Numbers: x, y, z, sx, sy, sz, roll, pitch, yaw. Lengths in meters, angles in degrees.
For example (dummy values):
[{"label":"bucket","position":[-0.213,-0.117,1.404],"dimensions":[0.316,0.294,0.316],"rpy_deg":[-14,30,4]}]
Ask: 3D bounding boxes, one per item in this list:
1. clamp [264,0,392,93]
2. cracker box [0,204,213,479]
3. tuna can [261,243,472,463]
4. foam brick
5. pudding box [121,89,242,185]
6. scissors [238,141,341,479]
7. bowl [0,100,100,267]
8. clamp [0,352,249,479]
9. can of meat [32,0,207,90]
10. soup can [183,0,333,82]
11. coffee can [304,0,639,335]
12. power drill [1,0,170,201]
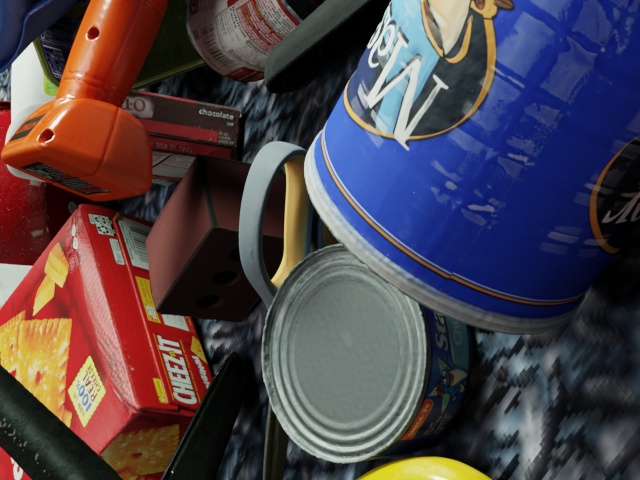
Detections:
[{"label":"clamp","position":[0.054,-0.099,0.413],"dimensions":[0.120,0.039,0.172],"rpy_deg":[43,117,22]},{"label":"cracker box","position":[-0.163,0.108,0.662],"dimensions":[0.214,0.072,0.164],"rpy_deg":[-47,46,25]},{"label":"tuna can","position":[0.018,0.045,0.428],"dimensions":[0.086,0.033,0.086],"rpy_deg":[-6,80,42]},{"label":"foam brick","position":[-0.054,0.001,0.568],"dimensions":[0.078,0.052,0.051],"rpy_deg":[-53,40,41]},{"label":"pudding box","position":[-0.111,-0.063,0.648],"dimensions":[0.114,0.089,0.039],"rpy_deg":[-10,74,60]},{"label":"scissors","position":[-0.004,0.035,0.494],"dimensions":[0.016,0.096,0.202],"rpy_deg":[23,135,29]},{"label":"bowl","position":[-0.207,-0.024,0.792],"dimensions":[0.162,0.055,0.162],"rpy_deg":[-2,-90,-76]},{"label":"clamp","position":[-0.073,0.124,0.487],"dimensions":[0.036,0.164,0.210],"rpy_deg":[-56,49,33]},{"label":"can of meat","position":[-0.119,-0.129,0.671],"dimensions":[0.084,0.102,0.057],"rpy_deg":[24,134,57]},{"label":"soup can","position":[-0.018,-0.119,0.522],"dimensions":[0.102,0.068,0.068],"rpy_deg":[-8,75,60]},{"label":"coffee can","position":[0.070,-0.057,0.318],"dimensions":[0.140,0.102,0.103],"rpy_deg":[-61,35,31]},{"label":"power drill","position":[-0.077,-0.113,0.489],"dimensions":[0.185,0.057,0.187],"rpy_deg":[-4,64,66]}]
